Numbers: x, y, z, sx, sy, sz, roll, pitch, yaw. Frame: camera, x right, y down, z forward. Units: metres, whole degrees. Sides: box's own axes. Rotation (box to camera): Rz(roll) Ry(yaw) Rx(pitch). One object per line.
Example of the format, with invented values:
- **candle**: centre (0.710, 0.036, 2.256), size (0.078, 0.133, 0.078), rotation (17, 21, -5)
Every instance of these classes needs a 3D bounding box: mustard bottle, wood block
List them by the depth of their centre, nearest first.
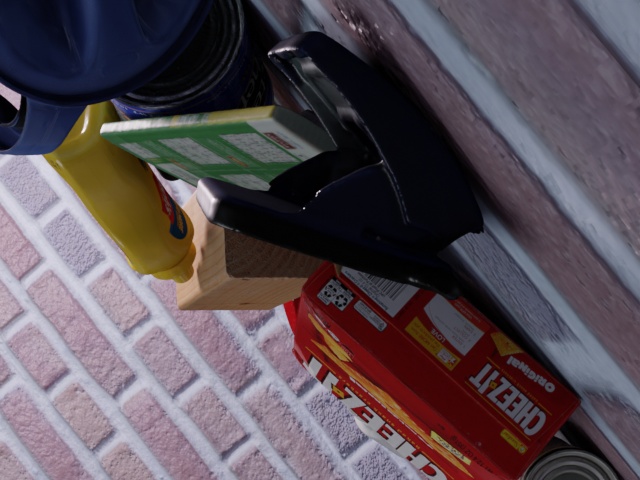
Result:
- **mustard bottle**: centre (-0.140, -0.030, 0.779), size (0.096, 0.058, 0.191), rotation (60, 179, 44)
- **wood block**: centre (-0.056, 0.002, 0.860), size (0.206, 0.090, 0.090), rotation (149, 120, -70)

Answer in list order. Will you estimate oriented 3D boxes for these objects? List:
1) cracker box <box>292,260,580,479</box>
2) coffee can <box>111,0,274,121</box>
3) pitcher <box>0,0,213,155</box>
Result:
- **cracker box**: centre (0.061, 0.087, 0.700), size (0.164, 0.072, 0.214), rotation (42, 166, 8)
- **coffee can**: centre (-0.089, -0.112, 0.698), size (0.103, 0.103, 0.140), rotation (51, 176, 12)
- **pitcher**: centre (-0.170, -0.161, 0.531), size (0.243, 0.149, 0.145), rotation (36, 162, 39)
